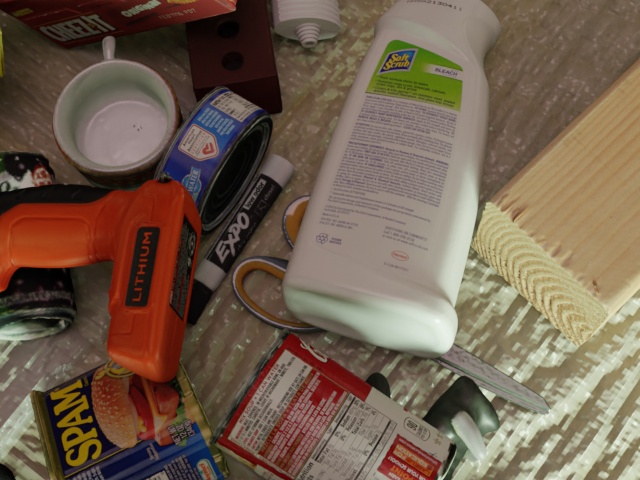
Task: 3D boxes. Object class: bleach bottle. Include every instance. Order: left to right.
[{"bbox_3d":[0.061,-0.062,0.635,0.102,0.068,0.250,15,65,10],"label":"bleach bottle"}]

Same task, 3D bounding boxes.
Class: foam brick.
[{"bbox_3d":[-0.056,-0.122,0.671,0.053,0.051,0.078,-9,73,-2],"label":"foam brick"}]

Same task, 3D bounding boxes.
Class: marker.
[{"bbox_3d":[-0.054,0.001,0.650,0.020,0.020,0.121,30,76,9],"label":"marker"}]

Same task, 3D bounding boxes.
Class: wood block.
[{"bbox_3d":[0.196,-0.046,0.623,0.206,0.090,0.091,-42,76,-11],"label":"wood block"}]

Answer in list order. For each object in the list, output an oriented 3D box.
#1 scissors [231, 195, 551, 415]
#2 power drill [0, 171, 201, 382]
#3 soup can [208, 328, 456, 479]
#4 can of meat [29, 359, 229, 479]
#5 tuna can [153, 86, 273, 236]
[{"bbox_3d":[0.048,0.033,0.640,0.202,0.016,0.096,14,74,5],"label":"scissors"},{"bbox_3d":[-0.165,0.027,0.565,0.188,0.057,0.184,6,74,7],"label":"power drill"},{"bbox_3d":[0.006,0.098,0.520,0.102,0.068,0.068,33,76,5],"label":"soup can"},{"bbox_3d":[-0.103,0.106,0.582,0.084,0.057,0.102,-25,34,-9],"label":"can of meat"},{"bbox_3d":[-0.063,-0.046,0.630,0.034,0.086,0.086,31,76,8],"label":"tuna can"}]
